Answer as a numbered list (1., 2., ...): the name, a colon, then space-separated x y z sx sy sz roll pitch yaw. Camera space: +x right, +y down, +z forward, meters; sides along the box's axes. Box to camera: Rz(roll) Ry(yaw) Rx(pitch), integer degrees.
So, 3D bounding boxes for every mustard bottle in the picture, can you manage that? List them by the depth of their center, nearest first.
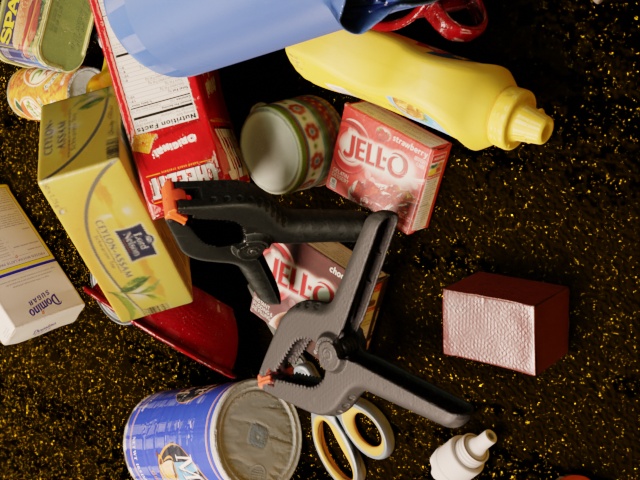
1. mustard bottle: 0.073 -0.107 0.733 0.192 0.096 0.058 28 97 33

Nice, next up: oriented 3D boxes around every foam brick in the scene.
1. foam brick: 0.133 0.057 0.765 0.078 0.051 0.053 11 110 40

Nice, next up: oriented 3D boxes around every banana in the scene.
1. banana: -0.178 -0.156 0.929 0.037 0.198 0.069 -18 129 10

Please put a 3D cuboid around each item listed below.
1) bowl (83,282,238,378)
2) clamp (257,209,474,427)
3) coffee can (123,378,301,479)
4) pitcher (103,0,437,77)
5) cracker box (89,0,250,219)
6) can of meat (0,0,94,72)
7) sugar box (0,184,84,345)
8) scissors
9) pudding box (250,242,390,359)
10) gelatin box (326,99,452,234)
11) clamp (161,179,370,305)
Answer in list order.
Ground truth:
1. bowl: -0.133 0.062 0.972 0.162 0.162 0.055 28 84 34
2. clamp: 0.017 0.073 0.830 0.210 0.036 0.164 -19 86 48
3. coffee can: -0.101 0.185 0.989 0.141 0.102 0.103 -14 94 45
4. pitcher: -0.032 -0.191 0.677 0.243 0.149 0.145 -10 112 48
5. cracker box: -0.119 -0.133 0.859 0.072 0.164 0.214 -15 95 3
6. can of meat: -0.258 -0.212 1.010 0.084 0.057 0.102 18 94 45
7. sugar box: -0.345 0.024 1.167 0.176 0.093 0.048 56 134 14
8. scissors: 0.003 0.119 0.931 0.096 0.016 0.202 -23 88 43
9. pudding box: -0.003 0.043 0.894 0.114 0.039 0.090 31 122 31
10. gelatin box: 0.050 -0.058 0.817 0.089 0.030 0.073 33 124 30
11. clamp: -0.055 0.001 0.806 0.120 0.171 0.039 -49 41 31
